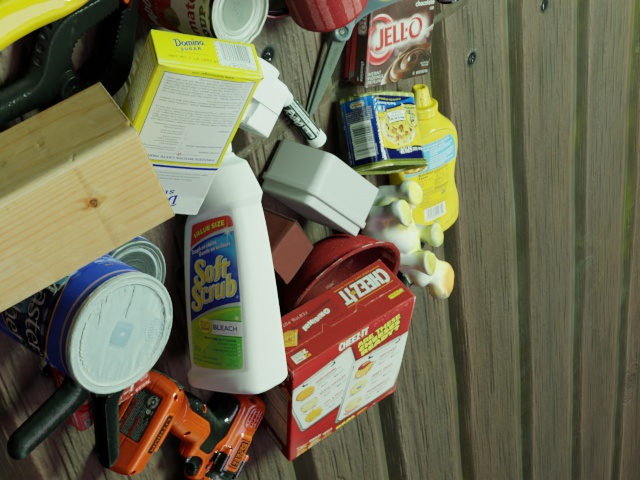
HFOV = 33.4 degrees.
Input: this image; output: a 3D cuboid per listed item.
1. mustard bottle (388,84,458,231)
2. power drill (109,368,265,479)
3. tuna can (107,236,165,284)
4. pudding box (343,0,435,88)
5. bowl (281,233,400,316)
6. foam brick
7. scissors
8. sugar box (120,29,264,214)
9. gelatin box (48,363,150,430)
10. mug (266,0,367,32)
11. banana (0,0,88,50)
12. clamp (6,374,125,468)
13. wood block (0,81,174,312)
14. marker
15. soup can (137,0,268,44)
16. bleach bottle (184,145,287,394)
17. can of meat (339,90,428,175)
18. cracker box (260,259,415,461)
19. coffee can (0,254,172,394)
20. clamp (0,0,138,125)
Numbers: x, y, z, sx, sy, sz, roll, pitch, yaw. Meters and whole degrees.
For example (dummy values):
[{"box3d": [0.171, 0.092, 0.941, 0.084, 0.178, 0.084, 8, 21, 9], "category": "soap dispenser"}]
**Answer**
[{"box3d": [0.121, -0.096, 1.277, 0.096, 0.058, 0.192, -22, 127, -25], "category": "mustard bottle"}, {"box3d": [-0.149, 0.225, 1.125, 0.187, 0.057, 0.184, 39, 74, -56], "category": "power drill"}, {"box3d": [-0.186, 0.034, 0.990, 0.085, 0.034, 0.086, -28, 129, -40], "category": "tuna can"}, {"box3d": [0.076, -0.222, 1.170, 0.113, 0.039, 0.090, -21, 124, -44], "category": "pudding box"}, {"box3d": [0.011, 0.045, 1.199, 0.162, 0.055, 0.162, -31, 151, -20], "category": "bowl"}, {"box3d": [-0.057, 0.001, 1.096, 0.051, 0.078, 0.053, -55, 142, -17], "category": "foam brick"}, {"box3d": [0.043, -0.222, 1.104, 0.016, 0.096, 0.202, -88, -176, -71], "category": "scissors"}, {"box3d": [-0.123, -0.095, 0.904, 0.093, 0.048, 0.176, 4, 142, -28], "category": "sugar box"}, {"box3d": [-0.208, 0.127, 1.017, 0.089, 0.030, 0.073, -35, 133, -35], "category": "gelatin box"}, {"box3d": [-0.012, -0.248, 1.016, 0.117, 0.093, 0.081, -27, 142, 1], "category": "mug"}, {"box3d": [-0.252, -0.136, 0.797, 0.069, 0.037, 0.197, 38, 72, -20], "category": "banana"}, {"box3d": [-0.211, 0.130, 0.960, 0.120, 0.039, 0.171, 6, 104, -54], "category": "clamp"}, {"box3d": [-0.229, -0.021, 0.806, 0.206, 0.090, 0.091, -30, 133, -12], "category": "wood block"}, {"box3d": [-0.028, -0.135, 1.105, 0.020, 0.020, 0.121, -58, 143, -11], "category": "marker"}, {"box3d": [-0.102, -0.205, 0.904, 0.068, 0.102, 0.068, -28, 130, -40], "category": "soup can"}, {"box3d": [-0.095, 0.020, 1.041, 0.067, 0.103, 0.251, -23, 110, -52], "category": "bleach bottle"}, {"box3d": [0.069, -0.119, 1.180, 0.101, 0.058, 0.084, -7, 87, -51], "category": "can of meat"}, {"box3d": [0.013, 0.136, 1.196, 0.164, 0.072, 0.214, -30, 150, -22], "category": "cracker box"}, {"box3d": [-0.207, 0.052, 0.884, 0.102, 0.140, 0.103, -28, 129, -40], "category": "coffee can"}, {"box3d": [-0.207, -0.118, 0.877, 0.210, 0.036, 0.164, -56, 143, -9], "category": "clamp"}]
